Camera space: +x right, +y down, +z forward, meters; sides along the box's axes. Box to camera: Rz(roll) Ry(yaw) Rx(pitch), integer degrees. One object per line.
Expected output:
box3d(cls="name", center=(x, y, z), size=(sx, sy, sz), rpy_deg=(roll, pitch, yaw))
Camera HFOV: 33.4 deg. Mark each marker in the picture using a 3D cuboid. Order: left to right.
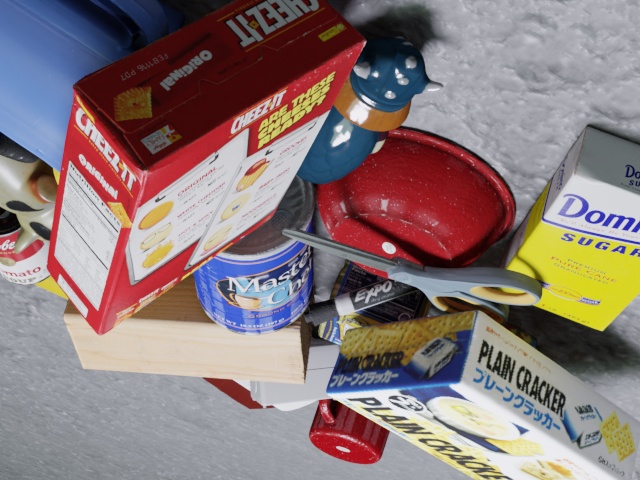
box3d(cls="marker", center=(0.044, 0.045, 0.890), size=(0.121, 0.020, 0.020), rpy_deg=(-19, 144, 3))

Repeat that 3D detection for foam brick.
box3d(cls="foam brick", center=(-0.081, 0.146, 1.180), size=(0.078, 0.053, 0.051), rpy_deg=(38, 148, -30))

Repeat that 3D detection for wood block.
box3d(cls="wood block", center=(-0.113, 0.064, 0.965), size=(0.206, 0.090, 0.090), rpy_deg=(4, 142, 6))

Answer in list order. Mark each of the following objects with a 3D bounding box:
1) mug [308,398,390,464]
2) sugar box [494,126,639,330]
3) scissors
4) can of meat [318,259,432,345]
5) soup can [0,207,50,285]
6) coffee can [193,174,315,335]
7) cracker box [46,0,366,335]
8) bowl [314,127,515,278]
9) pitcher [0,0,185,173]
box3d(cls="mug", center=(0.032, 0.181, 1.136), size=(0.093, 0.081, 0.117), rpy_deg=(2, 147, 32))
box3d(cls="sugar box", center=(0.192, -0.002, 0.746), size=(0.093, 0.048, 0.176), rpy_deg=(20, 153, 2))
box3d(cls="scissors", center=(0.077, 0.020, 0.761), size=(0.201, 0.016, 0.096), rpy_deg=(27, 151, -36))
box3d(cls="can of meat", center=(0.048, 0.066, 0.950), size=(0.084, 0.057, 0.102), rpy_deg=(21, 152, 4))
box3d(cls="soup can", center=(-0.295, -0.008, 1.035), size=(0.068, 0.068, 0.102), rpy_deg=(15, 152, 11))
box3d(cls="coffee can", center=(-0.056, 0.001, 0.855), size=(0.103, 0.102, 0.140), rpy_deg=(16, 152, 9))
box3d(cls="cracker box", center=(-0.080, -0.049, 0.658), size=(0.072, 0.164, 0.214), rpy_deg=(48, 149, 10))
box3d(cls="bowl", center=(0.061, -0.015, 0.800), size=(0.162, 0.055, 0.162), rpy_deg=(16, 151, 9))
box3d(cls="pitcher", center=(-0.211, -0.155, 0.663), size=(0.242, 0.145, 0.149), rpy_deg=(33, 109, -17))
